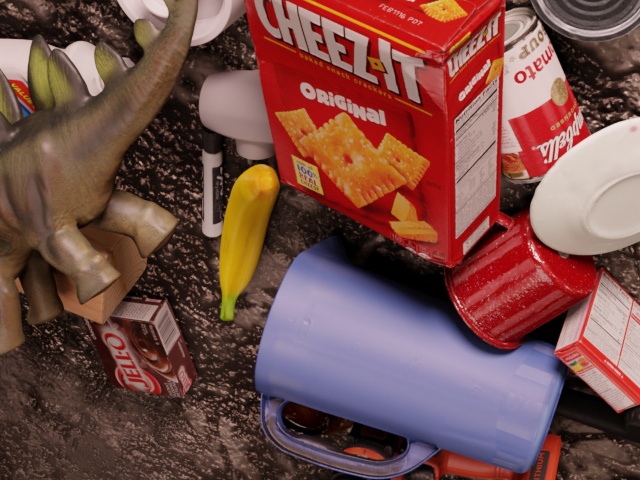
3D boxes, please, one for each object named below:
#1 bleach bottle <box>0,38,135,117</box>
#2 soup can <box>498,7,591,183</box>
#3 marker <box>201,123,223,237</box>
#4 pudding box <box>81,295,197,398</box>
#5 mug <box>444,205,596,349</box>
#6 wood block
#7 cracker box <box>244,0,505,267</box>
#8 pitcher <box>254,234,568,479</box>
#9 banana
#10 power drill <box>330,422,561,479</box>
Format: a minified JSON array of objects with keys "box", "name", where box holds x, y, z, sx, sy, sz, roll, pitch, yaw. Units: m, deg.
[{"box":[-0.270,-0.133,0.913,0.251,0.068,0.102,-3,126,26],"name":"bleach bottle"},{"box":[0.137,-0.100,0.735,0.069,0.068,0.102,-12,121,33],"name":"soup can"},{"box":[-0.093,-0.053,0.922,0.020,0.020,0.121,17,133,12],"name":"marker"},{"box":[-0.185,0.107,1.091,0.090,0.039,0.113,5,129,23],"name":"pudding box"},{"box":[0.147,0.017,0.817,0.117,0.093,0.082,41,129,-13],"name":"mug"},{"box":[-0.273,-0.014,0.996,0.206,0.090,0.091,21,133,9],"name":"wood block"},{"box":[0.037,-0.095,0.724,0.164,0.072,0.214,29,151,27],"name":"cracker box"},{"box":[0.072,0.113,0.892,0.243,0.144,0.149,19,130,12],"name":"pitcher"},{"box":[-0.060,-0.011,0.906,0.037,0.069,0.198,-2,143,-15],"name":"banana"},{"box":[0.106,0.207,0.924,0.188,0.184,0.057,12,129,15],"name":"power drill"}]
